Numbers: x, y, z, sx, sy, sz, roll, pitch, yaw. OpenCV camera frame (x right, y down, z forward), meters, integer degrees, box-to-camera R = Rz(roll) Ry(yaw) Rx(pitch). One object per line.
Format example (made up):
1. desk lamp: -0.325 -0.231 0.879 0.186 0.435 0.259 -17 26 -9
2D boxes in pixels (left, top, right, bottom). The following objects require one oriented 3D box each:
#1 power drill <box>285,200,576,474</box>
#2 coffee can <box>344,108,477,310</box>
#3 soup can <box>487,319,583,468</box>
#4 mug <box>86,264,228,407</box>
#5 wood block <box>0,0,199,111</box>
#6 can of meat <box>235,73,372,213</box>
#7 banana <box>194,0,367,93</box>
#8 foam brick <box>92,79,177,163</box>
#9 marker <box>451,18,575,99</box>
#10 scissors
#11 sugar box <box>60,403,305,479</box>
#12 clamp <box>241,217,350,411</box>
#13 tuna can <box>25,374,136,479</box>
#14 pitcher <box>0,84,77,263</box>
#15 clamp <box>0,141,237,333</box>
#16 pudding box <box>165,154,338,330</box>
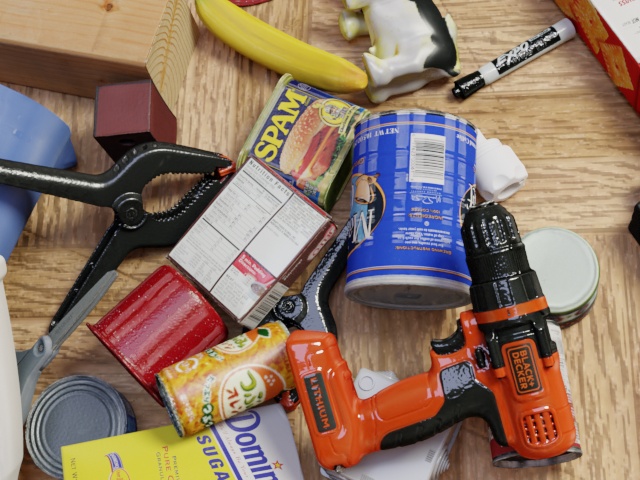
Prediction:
1. power drill: 0.074 0.080 0.764 0.188 0.057 0.184 -16 87 14
2. coffee can: 0.074 -0.022 0.858 0.103 0.103 0.140 1 75 9
3. soup can: 0.159 0.118 0.819 0.068 0.068 0.102 -7 69 6
4. mug: -0.135 0.071 0.878 0.081 0.093 0.117 -43 33 -13
5. wood block: -0.230 -0.193 0.981 0.206 0.090 0.091 12 71 13
6. can of meat: -0.012 -0.082 0.925 0.084 0.057 0.102 24 75 13
7. banana: -0.041 -0.173 0.957 0.198 0.069 0.037 30 91 14
8. foam brick: -0.163 -0.100 0.943 0.053 0.078 0.051 -5 70 9
9. marker: 0.170 -0.160 0.945 0.121 0.020 0.020 -30 68 -3
10. scissors: -0.236 0.083 0.875 0.096 0.016 0.202 43 106 40
11. sugar box: -0.102 0.186 0.812 0.176 0.048 0.093 -12 50 -9
12. clamp: -0.034 0.052 0.888 0.120 0.039 0.171 6 71 14
13. tuna can: -0.196 0.156 0.877 0.086 0.033 0.086 -3 70 7
14. pitcher: -0.328 -0.020 0.907 0.149 0.145 0.243 18 76 11
15. clamp: -0.167 -0.016 0.910 0.209 0.164 0.036 -18 25 -18
16. pudding box: -0.056 0.001 0.865 0.090 0.039 0.113 40 89 19
